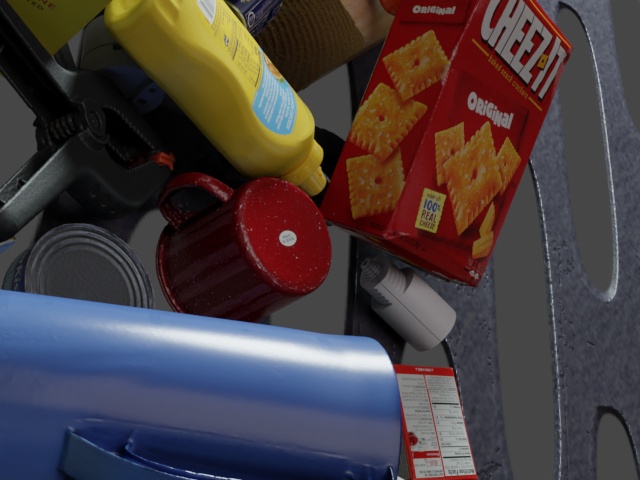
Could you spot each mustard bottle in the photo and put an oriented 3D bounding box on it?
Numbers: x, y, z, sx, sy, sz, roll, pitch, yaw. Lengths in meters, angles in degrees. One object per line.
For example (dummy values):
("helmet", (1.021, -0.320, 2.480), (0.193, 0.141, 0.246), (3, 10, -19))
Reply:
("mustard bottle", (-0.056, -0.097, 0.693), (0.191, 0.058, 0.096), (48, 24, -32))

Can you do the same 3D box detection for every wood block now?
("wood block", (0.035, -0.209, 0.889), (0.090, 0.091, 0.205), (58, 41, -6))

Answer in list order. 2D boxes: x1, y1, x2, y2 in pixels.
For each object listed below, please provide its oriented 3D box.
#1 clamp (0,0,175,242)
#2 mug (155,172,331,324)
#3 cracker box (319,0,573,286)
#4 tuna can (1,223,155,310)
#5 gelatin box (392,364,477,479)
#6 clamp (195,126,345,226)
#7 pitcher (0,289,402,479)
("clamp", (-0.149, -0.073, 0.613), (0.209, 0.036, 0.164), (7, 65, -70))
("mug", (-0.055, 0.001, 0.693), (0.117, 0.082, 0.093), (48, 43, -16))
("cracker box", (0.100, -0.085, 0.797), (0.164, 0.072, 0.213), (27, 85, -55))
("tuna can", (-0.141, 0.035, 0.624), (0.086, 0.034, 0.086), (22, 55, -36))
("gelatin box", (0.074, 0.138, 0.788), (0.073, 0.030, 0.089), (9, 63, -44))
("clamp", (-0.019, -0.071, 0.801), (0.171, 0.039, 0.120), (26, 57, -38))
("pitcher", (-0.086, 0.096, 0.531), (0.242, 0.149, 0.145), (12, 50, -21))
